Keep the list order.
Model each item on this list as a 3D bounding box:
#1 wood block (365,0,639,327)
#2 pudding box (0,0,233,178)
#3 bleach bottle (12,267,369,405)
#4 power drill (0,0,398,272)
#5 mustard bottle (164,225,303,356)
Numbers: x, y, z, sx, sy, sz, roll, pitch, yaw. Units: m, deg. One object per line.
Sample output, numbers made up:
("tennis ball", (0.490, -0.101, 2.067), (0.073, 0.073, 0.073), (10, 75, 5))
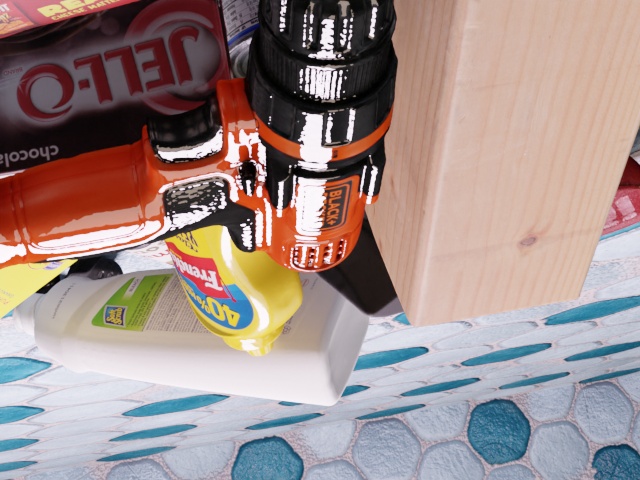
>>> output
("wood block", (0.078, -0.065, 0.458), (0.090, 0.090, 0.206), (-9, 139, -11))
("pudding box", (-0.094, -0.072, 0.455), (0.113, 0.090, 0.039), (-10, 165, -1))
("bleach bottle", (-0.099, 0.055, 0.752), (0.251, 0.102, 0.068), (4, 129, 20))
("power drill", (-0.066, -0.034, 0.373), (0.187, 0.057, 0.184), (-7, 151, -7))
("mustard bottle", (-0.054, 0.001, 0.601), (0.058, 0.096, 0.191), (-41, 141, -24))
